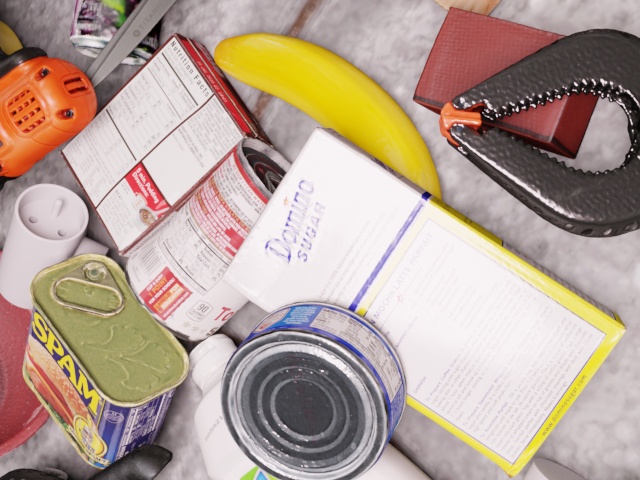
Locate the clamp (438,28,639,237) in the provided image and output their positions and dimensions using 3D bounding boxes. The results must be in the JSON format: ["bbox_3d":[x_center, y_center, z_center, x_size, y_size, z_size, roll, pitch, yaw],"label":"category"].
[{"bbox_3d":[0.161,-0.055,0.482,0.210,0.036,0.164,12,86,4],"label":"clamp"}]

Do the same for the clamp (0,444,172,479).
[{"bbox_3d":[-0.138,0.179,0.628,0.172,0.039,0.120,-11,104,30],"label":"clamp"}]

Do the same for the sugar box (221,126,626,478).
[{"bbox_3d":[0.049,0.028,0.530,0.176,0.048,0.093,35,100,7],"label":"sugar box"}]

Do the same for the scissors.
[{"bbox_3d":[-0.085,-0.178,0.621,0.202,0.016,0.096,-34,107,1],"label":"scissors"}]

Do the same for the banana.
[{"bbox_3d":[0.010,-0.061,0.595,0.070,0.037,0.198,-43,67,16],"label":"banana"}]

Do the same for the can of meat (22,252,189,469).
[{"bbox_3d":[-0.129,0.073,0.623,0.102,0.057,0.084,48,141,21],"label":"can of meat"}]

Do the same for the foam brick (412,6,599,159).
[{"bbox_3d":[0.098,-0.080,0.542,0.078,0.052,0.051,22,95,27],"label":"foam brick"}]

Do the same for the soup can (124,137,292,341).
[{"bbox_3d":[-0.054,0.001,0.604,0.102,0.068,0.068,-43,67,18],"label":"soup can"}]

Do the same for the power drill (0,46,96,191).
[{"bbox_3d":[-0.241,-0.110,0.644,0.185,0.057,0.187,-27,96,27],"label":"power drill"}]

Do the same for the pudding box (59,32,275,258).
[{"bbox_3d":[-0.095,-0.055,0.649,0.114,0.039,0.090,-41,66,16],"label":"pudding box"}]

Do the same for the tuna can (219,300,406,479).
[{"bbox_3d":[-0.004,0.074,0.510,0.086,0.033,0.086,7,112,17],"label":"tuna can"}]
